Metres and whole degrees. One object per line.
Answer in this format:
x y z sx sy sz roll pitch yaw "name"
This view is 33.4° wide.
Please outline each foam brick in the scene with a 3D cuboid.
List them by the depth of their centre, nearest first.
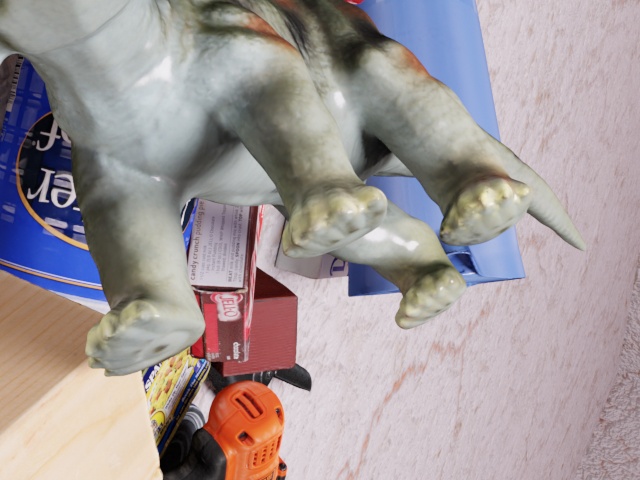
-0.054 0.052 0.716 0.052 0.078 0.051 -4 106 -24 "foam brick"

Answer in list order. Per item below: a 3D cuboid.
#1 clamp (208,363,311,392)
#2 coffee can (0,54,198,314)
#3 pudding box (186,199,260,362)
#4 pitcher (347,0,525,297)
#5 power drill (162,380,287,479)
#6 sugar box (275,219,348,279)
-0.057 0.108 0.818 0.120 0.039 0.171 -64 149 -33 "clamp"
-0.107 -0.041 0.526 0.102 0.103 0.140 5 100 -66 "coffee can"
-0.054 0.001 0.608 0.090 0.039 0.113 99 -7 -59 "pudding box"
0.073 -0.077 0.819 0.144 0.149 0.243 0 83 -49 "pitcher"
-0.104 0.183 0.656 0.187 0.057 0.184 -32 150 -31 "power drill"
0.028 -0.017 0.919 0.176 0.048 0.093 -5 109 -67 "sugar box"
